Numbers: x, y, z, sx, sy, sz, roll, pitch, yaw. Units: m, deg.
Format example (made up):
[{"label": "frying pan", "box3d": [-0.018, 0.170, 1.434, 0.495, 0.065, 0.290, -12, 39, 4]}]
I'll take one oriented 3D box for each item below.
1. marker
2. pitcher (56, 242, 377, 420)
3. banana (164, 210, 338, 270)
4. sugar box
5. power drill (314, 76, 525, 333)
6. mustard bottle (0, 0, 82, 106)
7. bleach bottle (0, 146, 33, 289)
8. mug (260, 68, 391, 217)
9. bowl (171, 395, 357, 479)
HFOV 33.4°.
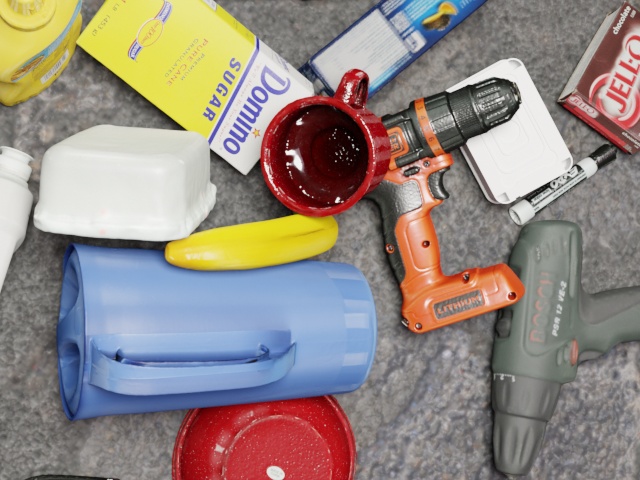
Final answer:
[{"label": "marker", "box3d": [0.226, -0.054, 0.987, 0.121, 0.020, 0.020, -34, 95, -13]}, {"label": "pitcher", "box3d": [-0.079, 0.074, 0.834, 0.242, 0.145, 0.149, 1, 58, -21]}, {"label": "banana", "box3d": [-0.038, 0.000, 0.836, 0.070, 0.197, 0.037, -3, 97, 30]}, {"label": "sugar box", "box3d": [-0.099, -0.143, 0.868, 0.176, 0.048, 0.093, 38, 107, -16]}, {"label": "power drill", "box3d": [0.106, -0.028, 0.905, 0.185, 0.057, 0.187, -21, 93, 19]}, {"label": "mustard bottle", "box3d": [-0.217, -0.159, 0.793, 0.058, 0.192, 0.096, 42, 78, -9]}, {"label": "bleach bottle", "box3d": [-0.281, 0.048, 0.825, 0.068, 0.103, 0.251, 23, 75, -24]}, {"label": "mug", "box3d": [0.012, -0.080, 0.849, 0.093, 0.081, 0.117, 20, 103, 14]}, {"label": "bowl", "box3d": [-0.041, 0.188, 0.889, 0.162, 0.055, 0.162, 1, 87, -13]}]
